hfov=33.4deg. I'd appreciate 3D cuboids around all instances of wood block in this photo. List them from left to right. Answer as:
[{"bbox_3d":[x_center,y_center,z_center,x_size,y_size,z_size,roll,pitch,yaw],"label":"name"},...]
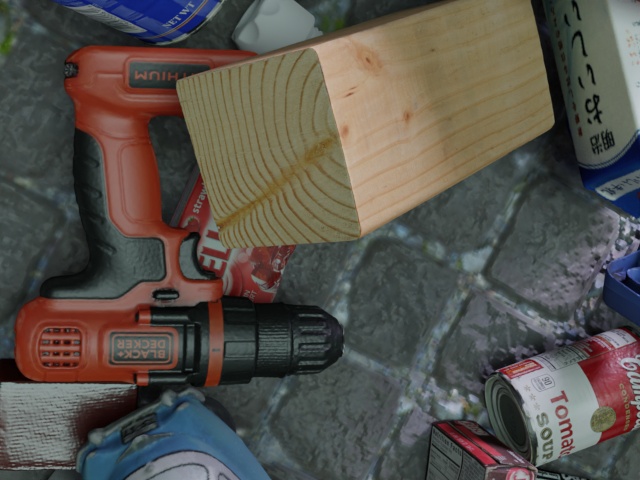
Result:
[{"bbox_3d":[0.035,-0.072,0.571,0.205,0.091,0.090,-29,109,-48],"label":"wood block"}]

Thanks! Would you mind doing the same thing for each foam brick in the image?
[{"bbox_3d":[-0.148,0.099,0.618,0.078,0.053,0.051,3,98,-16],"label":"foam brick"}]

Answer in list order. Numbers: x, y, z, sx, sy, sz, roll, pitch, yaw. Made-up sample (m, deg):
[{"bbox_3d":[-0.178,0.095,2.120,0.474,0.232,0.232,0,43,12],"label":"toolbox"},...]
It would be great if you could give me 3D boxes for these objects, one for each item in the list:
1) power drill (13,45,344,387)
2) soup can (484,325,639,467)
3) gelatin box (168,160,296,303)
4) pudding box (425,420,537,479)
[{"bbox_3d":[-0.073,-0.011,0.589,0.184,0.057,0.188,1,95,-15],"label":"power drill"},{"bbox_3d":[0.169,0.103,0.706,0.102,0.069,0.068,-17,103,-13],"label":"soup can"},{"bbox_3d":[-0.054,0.001,0.641,0.073,0.030,0.089,24,91,-18],"label":"gelatin box"},{"bbox_3d":[0.097,0.182,0.685,0.039,0.090,0.113,5,98,-16],"label":"pudding box"}]
